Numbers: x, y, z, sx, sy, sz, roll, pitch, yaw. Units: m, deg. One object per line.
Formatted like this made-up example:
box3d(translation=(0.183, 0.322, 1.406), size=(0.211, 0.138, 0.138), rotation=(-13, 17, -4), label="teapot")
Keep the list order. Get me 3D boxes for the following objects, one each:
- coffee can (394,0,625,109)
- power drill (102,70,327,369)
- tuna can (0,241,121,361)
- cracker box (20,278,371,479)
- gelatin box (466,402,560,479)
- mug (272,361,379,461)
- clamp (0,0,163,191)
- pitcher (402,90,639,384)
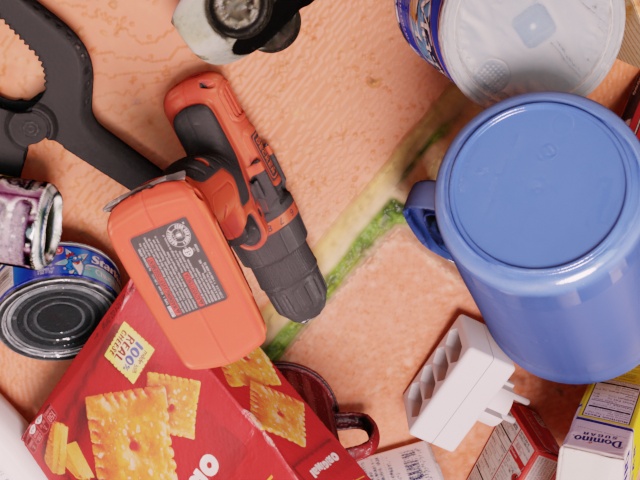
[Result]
box3d(translation=(0.107, -0.138, 0.638), size=(0.102, 0.140, 0.103), rotation=(-2, 110, -6), label="coffee can")
box3d(translation=(-0.054, 0.001, 0.646), size=(0.057, 0.187, 0.184), rotation=(-24, 107, 14), label="power drill")
box3d(translation=(-0.174, 0.042, 0.707), size=(0.086, 0.034, 0.086), rotation=(-9, 137, -9), label="tuna can")
box3d(translation=(-0.080, 0.149, 0.678), size=(0.214, 0.072, 0.164), rotation=(49, 117, 20), label="cracker box")
box3d(translation=(0.142, 0.176, 0.789), size=(0.030, 0.073, 0.089), rotation=(22, 105, -13), label="gelatin box")
box3d(translation=(-0.016, 0.144, 0.755), size=(0.117, 0.081, 0.093), rotation=(-3, 110, -6), label="mug")
box3d(translation=(-0.171, -0.074, 0.683), size=(0.164, 0.036, 0.210), rotation=(-11, 113, -3), label="clamp")
box3d(translation=(0.132, 0.001, 0.635), size=(0.149, 0.242, 0.145), rotation=(-25, 69, 10), label="pitcher")
